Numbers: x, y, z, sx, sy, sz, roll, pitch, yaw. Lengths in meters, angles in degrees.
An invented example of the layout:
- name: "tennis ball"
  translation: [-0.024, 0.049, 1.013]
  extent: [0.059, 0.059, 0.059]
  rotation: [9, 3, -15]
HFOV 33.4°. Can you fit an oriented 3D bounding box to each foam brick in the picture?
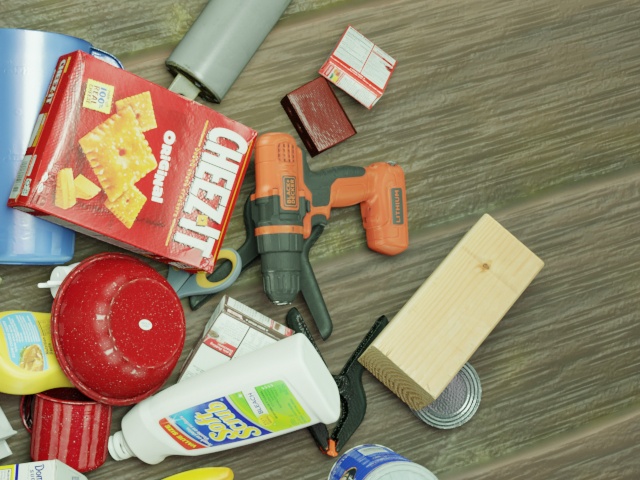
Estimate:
- name: "foam brick"
  translation: [-0.003, -0.142, 1.227]
  extent: [0.051, 0.053, 0.078]
  rotation: [-30, 92, -11]

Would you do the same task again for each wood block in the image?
- name: "wood block"
  translation: [0.147, 0.082, 1.204]
  extent: [0.091, 0.090, 0.206]
  rotation: [41, 71, 5]

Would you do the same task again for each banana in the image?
- name: "banana"
  translation: [-0.188, 0.298, 1.162]
  extent: [0.197, 0.070, 0.037]
  rotation: [-30, 119, -26]

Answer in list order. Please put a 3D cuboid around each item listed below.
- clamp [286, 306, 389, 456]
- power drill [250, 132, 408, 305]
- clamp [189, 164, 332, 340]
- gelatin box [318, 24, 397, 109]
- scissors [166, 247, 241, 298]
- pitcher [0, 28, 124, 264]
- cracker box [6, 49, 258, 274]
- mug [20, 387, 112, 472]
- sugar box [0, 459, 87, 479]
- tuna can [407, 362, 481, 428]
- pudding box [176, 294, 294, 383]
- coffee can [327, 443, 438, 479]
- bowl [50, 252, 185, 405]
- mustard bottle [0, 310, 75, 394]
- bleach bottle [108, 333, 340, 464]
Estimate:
- name: "clamp"
  translation: [0.007, 0.157, 1.223]
  extent: [0.120, 0.039, 0.171]
  rotation: [13, 78, -4]
- name: "power drill"
  translation: [0.010, -0.022, 1.172]
  extent: [0.187, 0.057, 0.184]
  rotation: [1, 85, -37]
- name: "clamp"
  translation: [-0.058, 0.001, 1.213]
  extent: [0.164, 0.036, 0.210]
  rotation: [6, 81, 2]
- name: "gelatin box"
  translation: [0.044, -0.199, 1.227]
  extent: [0.073, 0.030, 0.089]
  rotation: [35, 37, -8]
- name: "scissors"
  translation: [-0.158, 0.071, 1.186]
  extent: [0.096, 0.016, 0.201]
  rotation: [23, 81, 24]
- name: "pitcher"
  translation: [-0.301, -0.097, 1.129]
  extent: [0.144, 0.149, 0.243]
  rotation: [1, 91, -54]
- name: "cracker box"
  translation: [-0.187, -0.075, 1.090]
  extent: [0.213, 0.072, 0.164]
  rotation: [22, 81, -30]
- name: "mug"
  translation: [-0.276, 0.193, 1.142]
  extent: [0.117, 0.093, 0.081]
  rotation: [12, 100, 25]
- name: "sugar box"
  translation: [-0.334, 0.263, 1.093]
  extent: [0.176, 0.093, 0.048]
  rotation: [-11, 63, 7]
- name: "tuna can"
  translation: [0.142, 0.176, 1.250]
  extent: [0.086, 0.034, 0.086]
  rotation: [1, 87, -11]
- name: "pudding box"
  translation: [-0.094, 0.130, 1.182]
  extent: [0.090, 0.039, 0.114]
  rotation: [28, 113, -10]
- name: "coffee can"
  translation: [0.070, 0.285, 1.177]
  extent: [0.102, 0.140, 0.103]
  rotation: [1, 87, -11]
- name: "bowl"
  translation: [-0.194, 0.088, 1.099]
  extent: [0.161, 0.055, 0.162]
  rotation: [12, 73, -42]
- name: "mustard bottle"
  translation: [-0.299, 0.115, 1.110]
  extent: [0.191, 0.058, 0.096]
  rotation: [1, 46, -33]
- name: "bleach bottle"
  translation: [-0.112, 0.189, 1.153]
  extent: [0.251, 0.068, 0.102]
  rotation: [-23, 118, 14]
